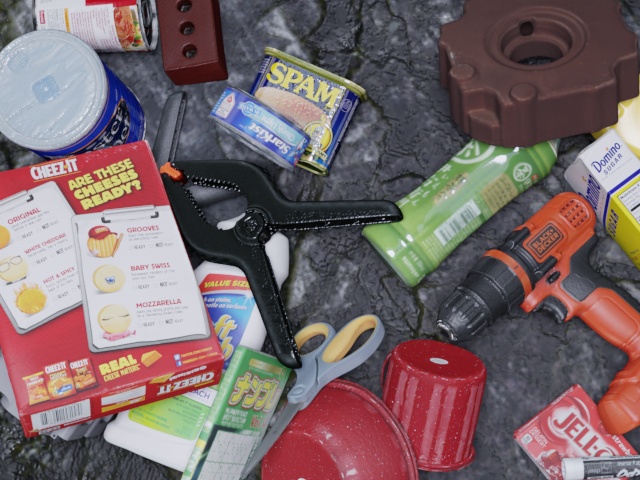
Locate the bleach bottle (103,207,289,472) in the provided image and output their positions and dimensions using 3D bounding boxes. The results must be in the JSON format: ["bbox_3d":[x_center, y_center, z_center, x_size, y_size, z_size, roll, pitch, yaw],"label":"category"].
[{"bbox_3d":[-0.099,0.076,0.954,0.102,0.068,0.251,19,82,10],"label":"bleach bottle"}]

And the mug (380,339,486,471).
[{"bbox_3d":[0.088,0.131,0.909,0.093,0.117,0.081,0,110,-27],"label":"mug"}]

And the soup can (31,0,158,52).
[{"bbox_3d":[-0.209,-0.207,0.996,0.102,0.068,0.068,-4,82,5],"label":"soup can"}]

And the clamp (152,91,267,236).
[{"bbox_3d":[-0.133,-0.040,0.983,0.120,0.039,0.171,35,90,13],"label":"clamp"}]

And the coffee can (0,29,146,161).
[{"bbox_3d":[-0.221,-0.116,0.948,0.103,0.140,0.103,-1,82,5],"label":"coffee can"}]

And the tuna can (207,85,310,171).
[{"bbox_3d":[-0.051,-0.095,0.904,0.086,0.086,0.034,32,89,8],"label":"tuna can"}]

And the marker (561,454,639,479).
[{"bbox_3d":[0.265,0.190,0.898,0.121,0.020,0.020,-3,82,1],"label":"marker"}]

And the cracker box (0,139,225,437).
[{"bbox_3d":[-0.190,0.037,0.880,0.164,0.072,0.214,-15,65,-18],"label":"cracker box"}]

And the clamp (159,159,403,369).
[{"bbox_3d":[-0.056,0.001,0.916,0.210,0.036,0.164,26,81,15],"label":"clamp"}]

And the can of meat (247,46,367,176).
[{"bbox_3d":[-0.021,-0.116,0.974,0.102,0.057,0.084,25,88,8],"label":"can of meat"}]

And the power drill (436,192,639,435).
[{"bbox_3d":[0.212,0.072,0.906,0.184,0.057,0.188,-40,84,-21],"label":"power drill"}]

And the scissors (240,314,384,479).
[{"bbox_3d":[-0.025,0.124,0.901,0.201,0.096,0.016,-40,119,-32],"label":"scissors"}]

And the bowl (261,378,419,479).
[{"bbox_3d":[0.002,0.199,0.888,0.162,0.055,0.162,4,97,40],"label":"bowl"}]

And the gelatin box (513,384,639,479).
[{"bbox_3d":[0.223,0.181,0.926,0.073,0.030,0.089,-38,82,-2],"label":"gelatin box"}]

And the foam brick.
[{"bbox_3d":[-0.119,-0.190,0.994,0.053,0.051,0.078,-8,82,4],"label":"foam brick"}]
